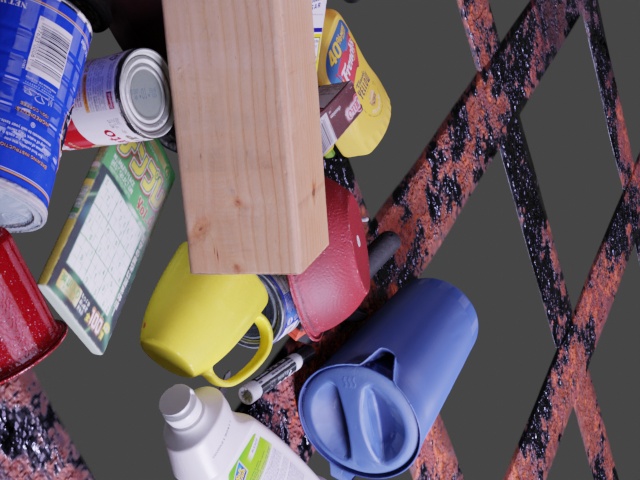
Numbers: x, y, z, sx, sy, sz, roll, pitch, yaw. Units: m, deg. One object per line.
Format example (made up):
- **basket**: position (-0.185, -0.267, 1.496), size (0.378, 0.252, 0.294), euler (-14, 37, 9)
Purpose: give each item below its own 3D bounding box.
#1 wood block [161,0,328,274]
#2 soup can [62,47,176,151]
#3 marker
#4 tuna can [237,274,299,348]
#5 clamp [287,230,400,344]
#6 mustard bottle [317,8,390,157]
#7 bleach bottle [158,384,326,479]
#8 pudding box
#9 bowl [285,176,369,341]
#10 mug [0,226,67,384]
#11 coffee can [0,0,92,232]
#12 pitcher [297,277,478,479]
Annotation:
- **wood block**: position (-0.052, -0.085, 0.805), size (0.090, 0.090, 0.206), euler (-46, 133, -69)
- **soup can**: position (-0.165, -0.103, 0.789), size (0.068, 0.102, 0.068), euler (8, 81, -58)
- **marker**: position (-0.040, 0.129, 1.046), size (0.120, 0.020, 0.020), euler (-28, 111, -56)
- **tuna can**: position (-0.059, 0.053, 0.960), size (0.033, 0.086, 0.086), euler (-33, 115, -52)
- **clamp**: position (0.022, 0.052, 1.095), size (0.171, 0.039, 0.120), euler (-22, 137, -57)
- **mustard bottle**: position (0.010, -0.183, 1.117), size (0.191, 0.058, 0.096), euler (54, 43, -40)
- **bleach bottle**: position (-0.068, 0.196, 0.928), size (0.250, 0.068, 0.102), euler (60, 38, -44)
- **pudding box**: position (-0.023, -0.110, 1.028), size (0.113, 0.090, 0.039), euler (-50, 127, -47)
- **bowl**: position (0.009, 0.007, 0.954), size (0.162, 0.055, 0.162), euler (-9, 90, -80)
- **mug**: position (-0.235, 0.048, 0.692), size (0.117, 0.093, 0.081), euler (-28, 110, -16)
- **coffee can**: position (-0.216, -0.088, 0.705), size (0.102, 0.103, 0.140), euler (35, 58, -51)
- **pitcher**: position (0.082, 0.145, 1.155), size (0.145, 0.149, 0.242), euler (62, 34, -10)
